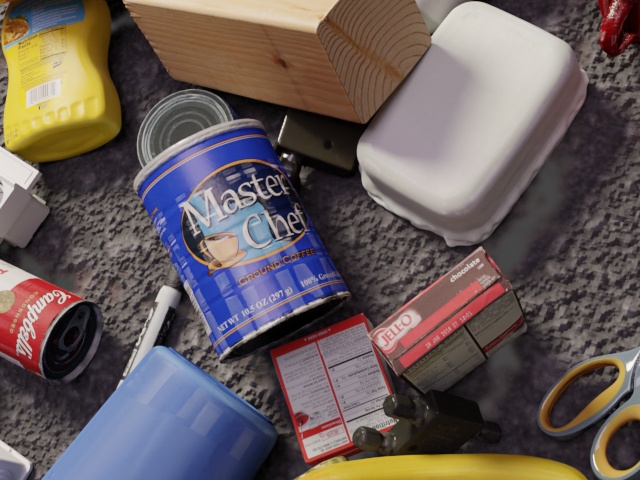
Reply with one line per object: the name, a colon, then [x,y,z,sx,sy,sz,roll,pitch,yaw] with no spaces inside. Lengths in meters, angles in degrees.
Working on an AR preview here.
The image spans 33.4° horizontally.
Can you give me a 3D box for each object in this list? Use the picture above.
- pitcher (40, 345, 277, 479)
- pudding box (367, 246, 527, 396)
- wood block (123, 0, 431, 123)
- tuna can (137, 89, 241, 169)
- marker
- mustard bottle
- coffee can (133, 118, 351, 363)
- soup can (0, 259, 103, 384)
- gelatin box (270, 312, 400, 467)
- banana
pitcher: [-0.133,0.198,0.705,0.149,0.145,0.242,34,81,16]
pudding box: [0.086,0.058,0.692,0.090,0.113,0.039,-37,65,2]
wood block: [-0.036,-0.162,0.781,0.206,0.090,0.090,19,62,40]
tuna can: [-0.101,-0.075,0.843,0.086,0.033,0.086,-6,70,16]
marker: [-0.125,0.067,0.810,0.020,0.020,0.121,17,78,22]
mustard bottle: [-0.222,-0.166,0.900,0.096,0.058,0.191,-17,68,18]
coffee can: [-0.055,0.001,0.747,0.103,0.102,0.140,-29,80,7]
soup can: [-0.227,0.060,0.819,0.102,0.068,0.068,22,79,24]
gelatin box: [0.014,0.106,0.746,0.073,0.030,0.089,-23,66,8]
banana: [0.082,0.152,0.672,0.198,0.069,0.037,-1,75,0]
